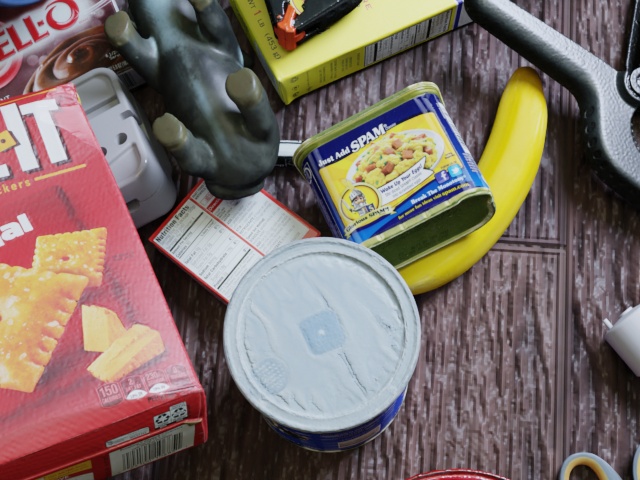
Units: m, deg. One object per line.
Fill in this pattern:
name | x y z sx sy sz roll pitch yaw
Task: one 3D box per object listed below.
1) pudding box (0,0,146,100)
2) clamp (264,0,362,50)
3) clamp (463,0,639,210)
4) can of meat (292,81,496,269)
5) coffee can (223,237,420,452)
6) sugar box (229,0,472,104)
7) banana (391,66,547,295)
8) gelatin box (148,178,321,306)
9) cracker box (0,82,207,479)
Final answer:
pudding box | -0.186 -0.128 0.731 0.113 0.039 0.090 -23 74 -4
clamp | -0.002 -0.209 0.700 0.120 0.039 0.171 26 73 15
clamp | 0.209 -0.106 0.701 0.164 0.036 0.210 -28 84 -17
can of meat | 0.046 -0.035 0.657 0.102 0.057 0.084 -27 64 5
coffee can | 0.003 0.066 0.617 0.103 0.140 0.103 -1 75 2
sugar box | 0.033 -0.172 0.730 0.176 0.048 0.093 -26 75 -4
banana | 0.094 -0.029 0.692 0.070 0.037 0.197 42 80 11
gelatin box | -0.055 0.001 0.695 0.089 0.030 0.073 37 80 12
cracker box | -0.172 0.030 0.557 0.164 0.072 0.214 -18 61 -17
